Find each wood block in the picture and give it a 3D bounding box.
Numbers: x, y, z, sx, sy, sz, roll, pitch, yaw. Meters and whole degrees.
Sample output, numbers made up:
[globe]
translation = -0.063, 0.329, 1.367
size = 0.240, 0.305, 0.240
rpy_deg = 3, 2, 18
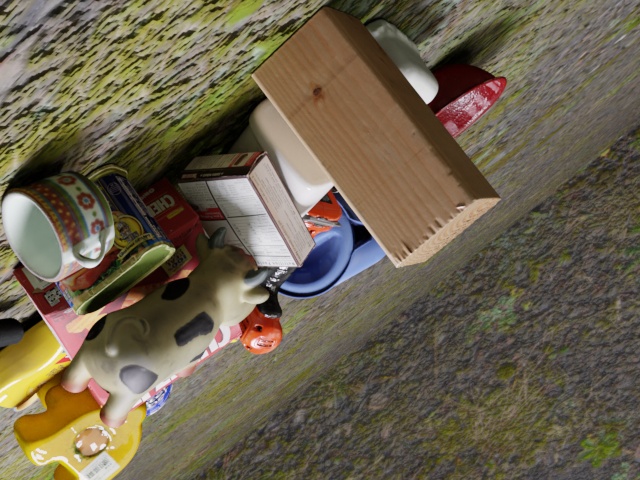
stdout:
[wood block]
translation = 0.048, -0.087, 0.906
size = 0.091, 0.206, 0.090
rpy_deg = -40, 168, 19

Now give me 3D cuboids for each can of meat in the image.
[can of meat]
translation = -0.184, 0.001, 0.890
size = 0.102, 0.084, 0.057
rpy_deg = -37, 169, 6

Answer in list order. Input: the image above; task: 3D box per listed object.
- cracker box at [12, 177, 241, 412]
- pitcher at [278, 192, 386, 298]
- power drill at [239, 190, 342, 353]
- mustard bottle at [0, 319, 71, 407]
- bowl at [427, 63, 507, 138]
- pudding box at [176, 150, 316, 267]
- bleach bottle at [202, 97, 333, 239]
[cracker box]
translation = -0.175, 0.063, 1.028
size = 0.164, 0.072, 0.213
rpy_deg = -34, 146, -14
[pitcher]
translation = 0.002, -0.008, 1.332
size = 0.145, 0.149, 0.242
rpy_deg = -55, 167, 15
[power drill]
translation = -0.058, 0.001, 1.158
size = 0.057, 0.184, 0.188
rpy_deg = 9, 123, -33
[mustard bottle]
translation = -0.261, 0.096, 1.109
size = 0.191, 0.058, 0.096
rpy_deg = -37, 170, 3
[bowl]
translation = 0.141, -0.160, 1.268
size = 0.162, 0.055, 0.162
rpy_deg = -35, 168, -8
[pudding box]
translation = -0.068, -0.026, 0.974
size = 0.090, 0.113, 0.039
rpy_deg = -2, -138, 36
[bleach bottle]
translation = -0.076, -0.039, 1.058
size = 0.068, 0.102, 0.251
rpy_deg = -32, 175, -39
